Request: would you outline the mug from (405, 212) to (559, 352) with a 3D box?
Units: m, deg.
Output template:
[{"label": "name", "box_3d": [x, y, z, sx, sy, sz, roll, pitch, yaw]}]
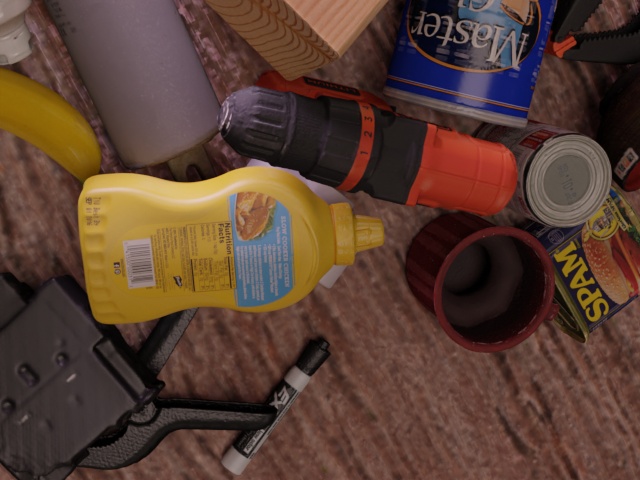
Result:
[{"label": "mug", "box_3d": [0.123, 0.030, 0.792, 0.117, 0.081, 0.093, 20, 98, -19]}]

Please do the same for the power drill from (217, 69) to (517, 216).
[{"label": "power drill", "box_3d": [0.009, -0.067, 0.679, 0.184, 0.188, 0.057, 14, 101, -20]}]

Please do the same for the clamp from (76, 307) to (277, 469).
[{"label": "clamp", "box_3d": [-0.119, 0.120, 0.767, 0.171, 0.039, 0.120, -35, 95, 1]}]

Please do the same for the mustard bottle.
[{"label": "mustard bottle", "box_3d": [-0.055, 0.001, 0.689, 0.191, 0.058, 0.096, -4, 112, -3]}]

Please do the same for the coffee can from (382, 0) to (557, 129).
[{"label": "coffee can", "box_3d": [0.108, -0.156, 0.729, 0.102, 0.103, 0.140, 10, 101, -18]}]

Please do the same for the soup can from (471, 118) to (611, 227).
[{"label": "soup can", "box_3d": [0.155, -0.052, 0.769, 0.068, 0.102, 0.068, -4, 104, -15]}]

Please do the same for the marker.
[{"label": "marker", "box_3d": [-0.032, 0.124, 0.805, 0.020, 0.020, 0.121, 36, 92, -21]}]

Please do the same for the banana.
[{"label": "banana", "box_3d": [-0.222, -0.082, 0.690, 0.197, 0.037, 0.070, 22, 97, -20]}]

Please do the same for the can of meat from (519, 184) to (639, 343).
[{"label": "can of meat", "box_3d": [0.206, 0.013, 0.825, 0.084, 0.057, 0.102, -36, 110, -7]}]

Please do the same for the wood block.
[{"label": "wood block", "box_3d": [0.027, -0.203, 0.616, 0.090, 0.090, 0.206, 43, 76, -16]}]
